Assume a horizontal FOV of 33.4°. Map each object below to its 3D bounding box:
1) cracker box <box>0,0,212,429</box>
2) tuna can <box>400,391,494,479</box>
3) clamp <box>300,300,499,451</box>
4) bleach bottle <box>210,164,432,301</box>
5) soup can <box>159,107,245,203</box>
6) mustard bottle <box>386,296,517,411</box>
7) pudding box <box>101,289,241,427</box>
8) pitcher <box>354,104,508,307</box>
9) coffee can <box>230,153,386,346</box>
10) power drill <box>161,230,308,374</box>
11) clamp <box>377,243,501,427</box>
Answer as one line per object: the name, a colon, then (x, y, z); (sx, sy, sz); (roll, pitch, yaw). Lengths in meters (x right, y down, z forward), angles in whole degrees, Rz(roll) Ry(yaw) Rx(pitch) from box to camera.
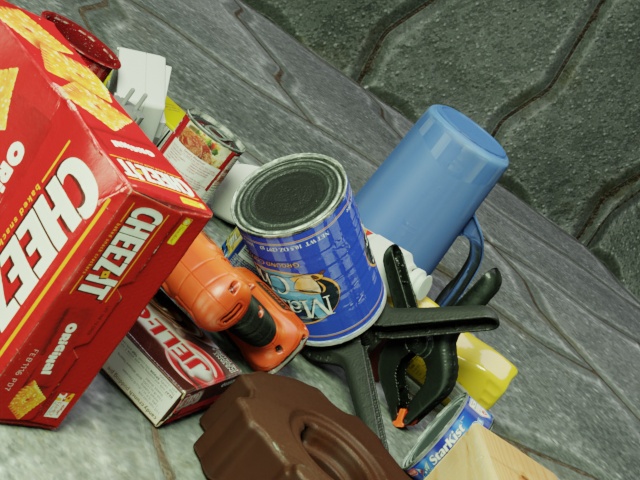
cracker box: (-0.181, -0.023, 0.631); (0.072, 0.164, 0.214); (18, 24, -50)
tuna can: (0.109, 0.172, 0.910); (0.034, 0.086, 0.086); (41, 14, 3)
clamp: (0.047, 0.080, 0.970); (0.210, 0.164, 0.036); (39, -16, 41)
bleach bottle: (0.008, -0.003, 1.123); (0.251, 0.068, 0.102); (27, 9, 27)
soup can: (-0.130, -0.069, 1.040); (0.068, 0.102, 0.068); (36, 14, -11)
mustard bottle: (0.107, 0.105, 1.119); (0.191, 0.096, 0.058); (39, 56, 7)
pudding box: (-0.119, 0.072, 0.745); (0.113, 0.039, 0.090); (42, 14, 14)
pitcher: (0.106, -0.021, 1.193); (0.149, 0.243, 0.145); (14, 30, -46)
coffee can: (-0.008, 0.009, 0.932); (0.103, 0.102, 0.140); (54, -11, 48)
power drill: (-0.094, 0.024, 0.830); (0.185, 0.057, 0.187); (46, -1, 32)
clamp: (0.106, 0.091, 0.991); (0.120, 0.171, 0.039); (3, -2, 38)
